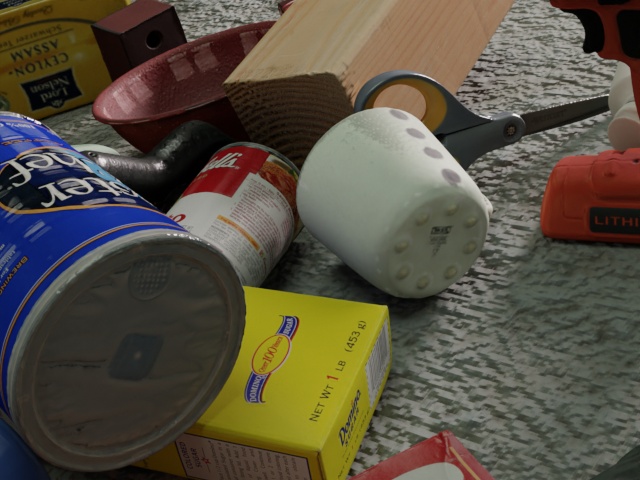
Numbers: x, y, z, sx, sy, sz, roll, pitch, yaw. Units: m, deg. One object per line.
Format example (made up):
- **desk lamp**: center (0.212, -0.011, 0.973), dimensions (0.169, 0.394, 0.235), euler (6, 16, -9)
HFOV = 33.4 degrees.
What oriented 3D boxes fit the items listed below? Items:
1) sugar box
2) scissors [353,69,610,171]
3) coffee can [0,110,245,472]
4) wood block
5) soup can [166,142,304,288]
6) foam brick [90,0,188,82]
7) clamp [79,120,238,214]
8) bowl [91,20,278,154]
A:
- **sugar box**: center (-0.063, 0.061, 0.501), dimensions (0.176, 0.048, 0.093), euler (8, 41, 20)
- **scissors**: center (0.098, -0.079, 0.625), dimensions (0.201, 0.096, 0.016), euler (-30, 29, -14)
- **coffee can**: center (-0.113, 0.016, 0.451), dimensions (0.102, 0.103, 0.140), euler (-33, 44, -25)
- **wood block**: center (0.039, -0.129, 0.693), dimensions (0.090, 0.090, 0.205), euler (1, 43, 38)
- **soup can**: center (-0.054, 0.001, 0.587), dimensions (0.069, 0.068, 0.102), euler (0, 35, 25)
- **foam brick**: center (-0.135, -0.142, 0.836), dimensions (0.053, 0.078, 0.051), euler (-35, 37, -23)
- **clamp**: center (-0.097, -0.031, 0.622), dimensions (0.039, 0.120, 0.171), euler (35, 48, 11)
- **bowl**: center (-0.076, -0.098, 0.752), dimensions (0.162, 0.055, 0.162), euler (-16, 27, 8)
